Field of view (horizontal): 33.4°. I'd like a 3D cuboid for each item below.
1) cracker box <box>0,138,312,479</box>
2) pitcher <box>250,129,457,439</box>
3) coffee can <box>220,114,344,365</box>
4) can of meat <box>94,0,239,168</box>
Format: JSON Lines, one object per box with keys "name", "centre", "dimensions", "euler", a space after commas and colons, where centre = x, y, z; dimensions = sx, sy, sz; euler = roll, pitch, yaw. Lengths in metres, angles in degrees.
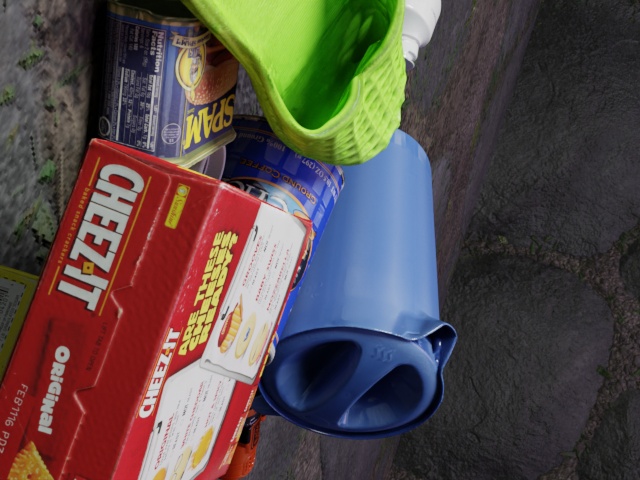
{"name": "cracker box", "centre": [-0.078, 0.047, 0.540], "dimensions": [0.213, 0.072, 0.164], "euler": [18, 91, -79]}
{"name": "pitcher", "centre": [0.021, 0.025, 0.834], "dimensions": [0.145, 0.149, 0.242], "euler": [102, -4, -45]}
{"name": "coffee can", "centre": [-0.055, 0.001, 0.723], "dimensions": [0.103, 0.103, 0.140], "euler": [80, 30, -63]}
{"name": "can of meat", "centre": [-0.082, -0.094, 0.595], "dimensions": [0.102, 0.057, 0.084], "euler": [-45, 147, -63]}
